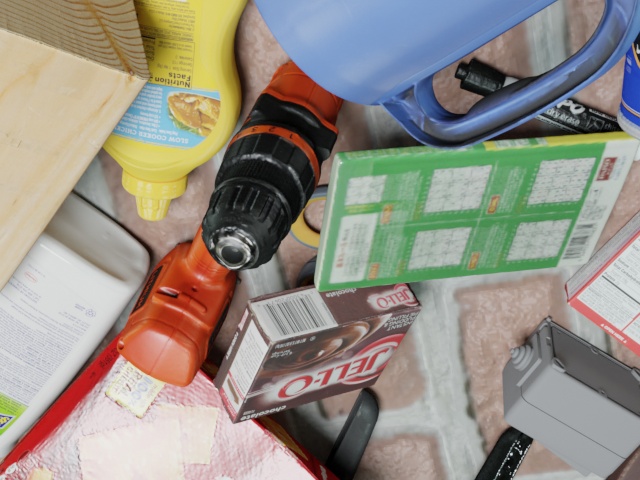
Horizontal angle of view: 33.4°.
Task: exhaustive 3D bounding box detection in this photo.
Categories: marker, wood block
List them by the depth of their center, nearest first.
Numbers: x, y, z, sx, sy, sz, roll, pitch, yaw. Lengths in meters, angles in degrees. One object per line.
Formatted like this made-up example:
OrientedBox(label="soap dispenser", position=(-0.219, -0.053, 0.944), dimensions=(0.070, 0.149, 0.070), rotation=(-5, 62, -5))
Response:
OrientedBox(label="wood block", position=(-0.188, -0.058, 0.588), dimensions=(0.090, 0.091, 0.206), rotation=(16, 131, -36))
OrientedBox(label="marker", position=(0.136, -0.078, 0.633), dimensions=(0.121, 0.020, 0.020), rotation=(22, 117, -2))

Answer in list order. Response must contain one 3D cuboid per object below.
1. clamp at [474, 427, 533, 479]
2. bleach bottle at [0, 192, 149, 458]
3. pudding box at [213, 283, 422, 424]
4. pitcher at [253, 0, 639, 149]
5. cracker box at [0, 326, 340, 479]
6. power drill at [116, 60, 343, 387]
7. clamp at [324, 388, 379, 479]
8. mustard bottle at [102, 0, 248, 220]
OrientedBox(label="clamp", position=(0.105, 0.207, 0.755), dimensions=(0.172, 0.120, 0.039), rotation=(-26, 149, 34))
OrientedBox(label="bleach bottle", position=(-0.224, 0.078, 0.742), dimensions=(0.102, 0.068, 0.251), rotation=(36, 118, -11))
OrientedBox(label="pudding box", position=(-0.002, 0.066, 0.671), dimensions=(0.113, 0.039, 0.090), rotation=(-9, 143, -30))
OrientedBox(label="pitcher", position=(0.092, -0.157, 0.492), dimensions=(0.149, 0.145, 0.243), rotation=(31, 143, -34))
OrientedBox(label="cracker box", position=(-0.094, 0.176, 0.711), dimensions=(0.214, 0.072, 0.164), rotation=(43, 91, 3))
OrientedBox(label="power drill", position=(-0.054, 0.001, 0.620), dimensions=(0.057, 0.184, 0.188), rotation=(31, 126, -6))
OrientedBox(label="clamp", position=(-0.008, 0.204, 0.786), dimensions=(0.165, 0.036, 0.210), rotation=(-18, 109, 17))
OrientedBox(label="mustard bottle", position=(-0.093, -0.100, 0.635), dimensions=(0.096, 0.058, 0.192), rotation=(11, 117, 4))
